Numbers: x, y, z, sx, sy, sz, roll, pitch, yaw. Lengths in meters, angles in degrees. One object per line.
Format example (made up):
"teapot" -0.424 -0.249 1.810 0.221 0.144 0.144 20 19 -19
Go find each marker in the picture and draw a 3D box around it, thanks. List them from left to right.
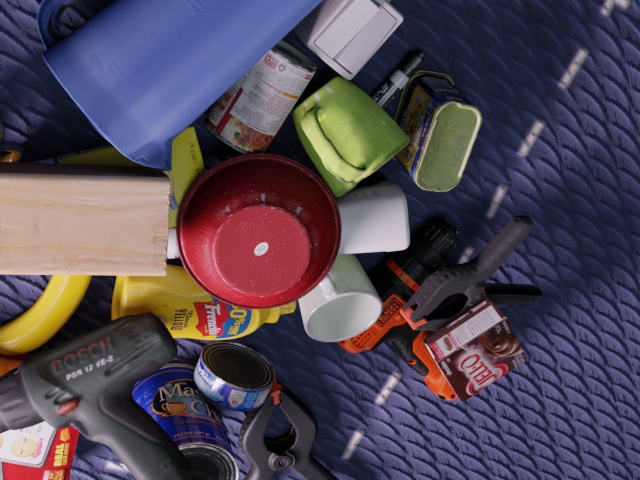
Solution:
"marker" 0.063 -0.146 1.085 0.020 0.020 0.121 35 104 -31

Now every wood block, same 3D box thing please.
"wood block" -0.242 -0.021 0.947 0.205 0.091 0.090 1 100 -15

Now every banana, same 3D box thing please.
"banana" -0.275 0.052 1.080 0.069 0.037 0.198 34 104 -30

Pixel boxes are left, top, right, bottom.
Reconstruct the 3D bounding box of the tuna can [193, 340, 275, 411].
"tuna can" -0.095 0.148 1.164 0.086 0.086 0.034 12 116 -24

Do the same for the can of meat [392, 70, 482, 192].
"can of meat" 0.115 -0.110 1.083 0.057 0.084 0.102 7 116 -21

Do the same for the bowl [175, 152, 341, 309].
"bowl" -0.057 0.001 1.012 0.162 0.055 0.162 -2 110 -5

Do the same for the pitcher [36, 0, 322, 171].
"pitcher" -0.120 -0.194 0.940 0.243 0.145 0.149 -40 131 0

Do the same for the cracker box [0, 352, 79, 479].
"cracker box" -0.364 0.196 1.115 0.213 0.072 0.164 8 114 -20

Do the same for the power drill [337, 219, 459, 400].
"power drill" 0.128 0.085 1.219 0.184 0.057 0.187 -46 120 7

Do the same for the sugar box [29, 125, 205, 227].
"sugar box" -0.198 -0.046 1.026 0.176 0.048 0.093 -17 103 -14

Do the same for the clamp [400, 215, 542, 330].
"clamp" 0.172 0.056 1.170 0.171 0.039 0.120 -31 124 -3

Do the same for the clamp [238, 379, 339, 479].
"clamp" -0.057 0.260 1.270 0.164 0.036 0.210 -17 121 -8

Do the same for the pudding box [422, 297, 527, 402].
"pudding box" 0.171 0.122 1.175 0.090 0.039 0.113 -34 140 1

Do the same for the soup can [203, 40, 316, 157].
"soup can" -0.057 -0.140 1.021 0.068 0.068 0.102 24 108 -28

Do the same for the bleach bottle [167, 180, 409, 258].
"bleach bottle" -0.040 -0.012 1.094 0.250 0.102 0.068 -7 101 -4

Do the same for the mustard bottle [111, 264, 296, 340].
"mustard bottle" -0.119 0.066 1.124 0.191 0.058 0.096 2 133 -20

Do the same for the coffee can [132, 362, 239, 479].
"coffee can" -0.152 0.214 1.151 0.102 0.140 0.103 -8 121 -13
